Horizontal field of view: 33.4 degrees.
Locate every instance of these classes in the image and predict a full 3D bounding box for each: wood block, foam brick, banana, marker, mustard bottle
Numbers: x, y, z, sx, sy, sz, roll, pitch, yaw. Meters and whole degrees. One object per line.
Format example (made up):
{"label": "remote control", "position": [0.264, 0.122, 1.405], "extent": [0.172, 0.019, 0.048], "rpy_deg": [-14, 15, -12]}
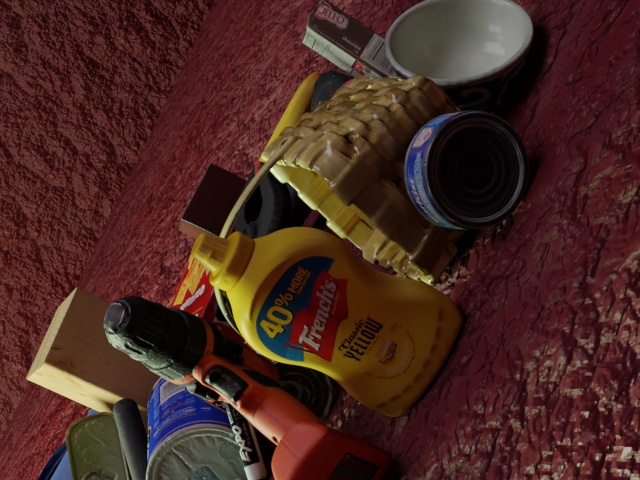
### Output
{"label": "wood block", "position": [-0.191, 0.142, 1.131], "extent": [0.090, 0.206, 0.090], "rpy_deg": [-34, 33, 59]}
{"label": "foam brick", "position": [-0.123, -0.040, 1.229], "extent": [0.078, 0.051, 0.053], "rpy_deg": [-64, 2, -18]}
{"label": "banana", "position": [-0.048, -0.142, 1.451], "extent": [0.198, 0.037, 0.070], "rpy_deg": [-61, 17, 5]}
{"label": "marker", "position": [-0.063, 0.175, 0.917], "extent": [0.020, 0.020, 0.121], "rpy_deg": [-41, 62, 50]}
{"label": "mustard bottle", "position": [-0.003, 0.045, 0.747], "extent": [0.096, 0.191, 0.058], "rpy_deg": [-58, 17, 14]}

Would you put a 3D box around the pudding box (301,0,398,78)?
{"label": "pudding box", "position": [0.036, -0.204, 1.135], "extent": [0.039, 0.113, 0.090], "rpy_deg": [-55, 3, -2]}

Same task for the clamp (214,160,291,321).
{"label": "clamp", "position": [-0.057, 0.001, 1.091], "extent": [0.120, 0.039, 0.171], "rpy_deg": [1, 80, 47]}

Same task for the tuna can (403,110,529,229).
{"label": "tuna can", "position": [0.105, -0.050, 0.763], "extent": [0.086, 0.086, 0.034], "rpy_deg": [-64, 18, -7]}

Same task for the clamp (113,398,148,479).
{"label": "clamp", "position": [-0.153, 0.274, 1.031], "extent": [0.036, 0.164, 0.210], "rpy_deg": [-20, 38, -7]}

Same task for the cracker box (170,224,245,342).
{"label": "cracker box", "position": [-0.130, 0.071, 1.295], "extent": [0.164, 0.072, 0.213], "rpy_deg": [-35, 32, 56]}

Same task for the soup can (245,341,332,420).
{"label": "soup can", "position": [-0.034, 0.123, 0.937], "extent": [0.068, 0.068, 0.102], "rpy_deg": [-62, 16, 1]}

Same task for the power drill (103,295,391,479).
{"label": "power drill", "position": [-0.051, 0.113, 0.759], "extent": [0.188, 0.184, 0.057], "rpy_deg": [35, 92, 40]}

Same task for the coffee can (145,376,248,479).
{"label": "coffee can", "position": [-0.112, 0.188, 1.003], "extent": [0.103, 0.102, 0.140], "rpy_deg": [-59, 17, 11]}

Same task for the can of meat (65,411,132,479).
{"label": "can of meat", "position": [-0.218, 0.241, 1.106], "extent": [0.084, 0.057, 0.102], "rpy_deg": [75, 178, -61]}
